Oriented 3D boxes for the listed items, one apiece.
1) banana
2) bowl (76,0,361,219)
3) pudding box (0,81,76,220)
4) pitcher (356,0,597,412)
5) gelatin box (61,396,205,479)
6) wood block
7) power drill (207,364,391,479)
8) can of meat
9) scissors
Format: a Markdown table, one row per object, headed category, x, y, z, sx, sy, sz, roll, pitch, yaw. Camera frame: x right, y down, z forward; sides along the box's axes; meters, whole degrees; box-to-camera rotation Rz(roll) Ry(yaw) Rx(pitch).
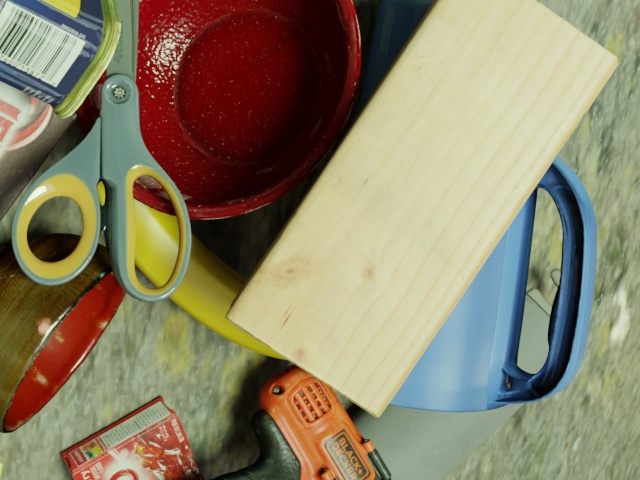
| category | x | y | z | sx | sy | sz | roll | pitch | yaw |
| --- | --- | --- | --- | --- | --- | --- | --- | --- | --- |
| banana | -0.060 | 0.017 | 0.618 | 0.198 | 0.037 | 0.070 | 32 | 114 | -3 |
| bowl | -0.049 | -0.089 | 0.573 | 0.162 | 0.162 | 0.055 | -62 | 162 | 4 |
| pudding box | -0.195 | -0.048 | 0.546 | 0.090 | 0.039 | 0.113 | 37 | 88 | -36 |
| pitcher | 0.082 | -0.022 | 0.653 | 0.149 | 0.145 | 0.243 | 7 | 100 | -10 |
| gelatin box | -0.114 | 0.156 | 0.682 | 0.073 | 0.030 | 0.089 | -28 | 121 | -19 |
| wood block | 0.047 | -0.026 | 0.544 | 0.090 | 0.091 | 0.206 | 34 | 91 | -4 |
| power drill | -0.031 | 0.194 | 0.655 | 0.187 | 0.057 | 0.184 | -31 | 88 | -27 |
| can of meat | -0.148 | -0.117 | 0.509 | 0.083 | 0.102 | 0.057 | 26 | 119 | -33 |
| scissors | -0.119 | -0.062 | 0.540 | 0.096 | 0.016 | 0.202 | -13 | 80 | -11 |
